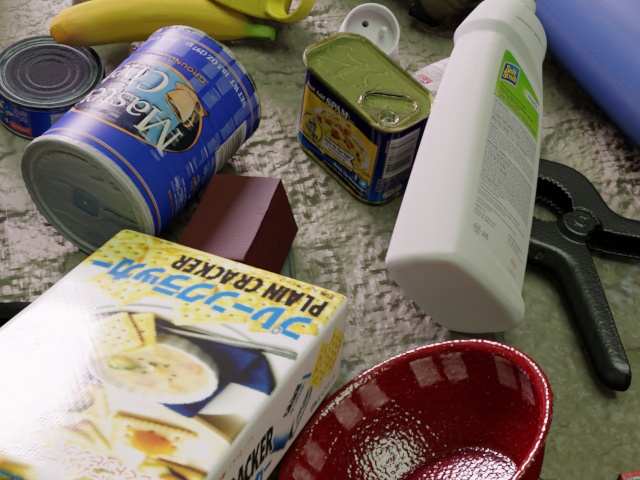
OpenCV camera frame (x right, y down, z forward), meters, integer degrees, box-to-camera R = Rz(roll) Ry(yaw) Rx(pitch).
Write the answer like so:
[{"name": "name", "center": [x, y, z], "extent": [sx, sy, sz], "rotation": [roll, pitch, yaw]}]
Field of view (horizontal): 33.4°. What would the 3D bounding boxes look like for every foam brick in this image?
[{"name": "foam brick", "center": [-0.055, 0.001, 0.708], "extent": [0.053, 0.051, 0.078], "rotation": [5, 48, 21]}]

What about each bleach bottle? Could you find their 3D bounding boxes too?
[{"name": "bleach bottle", "center": [0.116, -0.069, 0.733], "extent": [0.068, 0.102, 0.250], "rotation": [-7, 53, 38]}]

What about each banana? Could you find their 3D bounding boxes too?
[{"name": "banana", "center": [-0.131, -0.172, 0.834], "extent": [0.197, 0.037, 0.070], "rotation": [-11, 18, -38]}]

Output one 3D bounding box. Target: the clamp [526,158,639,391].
[{"name": "clamp", "center": [0.193, -0.004, 0.764], "extent": [0.164, 0.036, 0.210], "rotation": [-28, 58, -26]}]

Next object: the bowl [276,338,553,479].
[{"name": "bowl", "center": [0.058, 0.126, 0.581], "extent": [0.162, 0.055, 0.162], "rotation": [-25, 25, 12]}]

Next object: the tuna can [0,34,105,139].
[{"name": "tuna can", "center": [-0.204, -0.116, 0.806], "extent": [0.086, 0.034, 0.086], "rotation": [4, 50, -5]}]

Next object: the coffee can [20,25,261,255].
[{"name": "coffee can", "center": [-0.119, -0.067, 0.731], "extent": [0.103, 0.103, 0.140], "rotation": [27, 52, 14]}]

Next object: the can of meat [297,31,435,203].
[{"name": "can of meat", "center": [0.030, -0.087, 0.781], "extent": [0.057, 0.084, 0.102], "rotation": [-30, 60, -28]}]
